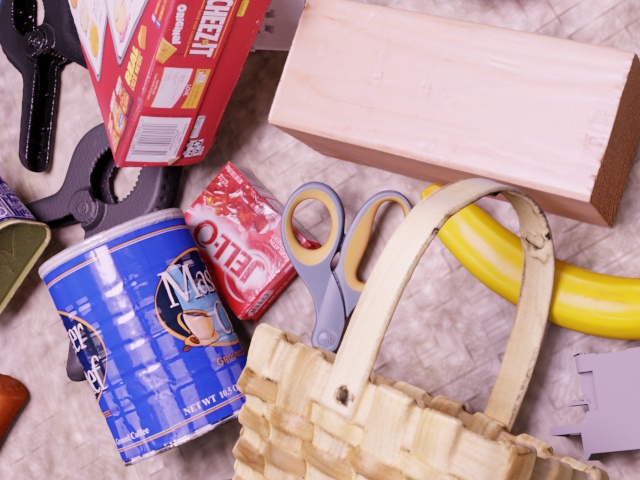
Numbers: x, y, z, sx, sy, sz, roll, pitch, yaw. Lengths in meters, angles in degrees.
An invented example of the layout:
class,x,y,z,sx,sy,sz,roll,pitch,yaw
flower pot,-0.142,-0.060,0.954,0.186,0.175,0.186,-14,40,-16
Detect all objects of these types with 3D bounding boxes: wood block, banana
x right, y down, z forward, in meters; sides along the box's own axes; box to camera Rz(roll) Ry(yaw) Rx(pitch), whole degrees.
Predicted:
class,x,y,z,sx,sy,sz,roll,pitch,yaw
wood block,0.086,-0.082,0.661,0.206,0.090,0.090,17,89,25
banana,0.147,0.018,0.645,0.198,0.037,0.070,15,102,29

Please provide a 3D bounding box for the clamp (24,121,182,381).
class,x,y,z,sx,sy,sz,roll,pitch,yaw
clamp,-0.163,-0.011,0.791,0.210,0.036,0.165,-43,68,16

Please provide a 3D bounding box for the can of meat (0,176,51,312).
class,x,y,z,sx,sy,sz,roll,pitch,yaw
can of meat,-0.261,0.000,0.791,0.084,0.057,0.102,45,108,25

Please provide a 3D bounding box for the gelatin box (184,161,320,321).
class,x,y,z,sx,sy,sz,roll,pitch,yaw
gelatin box,-0.055,0.001,0.745,0.073,0.030,0.089,-48,67,10

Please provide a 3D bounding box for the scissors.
class,x,y,z,sx,sy,sz,roll,pitch,yaw
scissors,-0.010,0.049,0.708,0.096,0.016,0.202,30,95,-4

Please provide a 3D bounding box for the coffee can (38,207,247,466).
class,x,y,z,sx,sy,sz,roll,pitch,yaw
coffee can,-0.110,0.063,0.704,0.103,0.102,0.140,-26,86,18

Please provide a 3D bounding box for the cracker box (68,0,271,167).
class,x,y,z,sx,sy,sz,roll,pitch,yaw
cracker box,-0.111,-0.181,0.712,0.164,0.072,0.214,-60,42,47

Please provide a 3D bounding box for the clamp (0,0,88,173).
class,x,y,z,sx,sy,sz,roll,pitch,yaw
clamp,-0.200,-0.150,0.828,0.120,0.039,0.171,-23,73,18
